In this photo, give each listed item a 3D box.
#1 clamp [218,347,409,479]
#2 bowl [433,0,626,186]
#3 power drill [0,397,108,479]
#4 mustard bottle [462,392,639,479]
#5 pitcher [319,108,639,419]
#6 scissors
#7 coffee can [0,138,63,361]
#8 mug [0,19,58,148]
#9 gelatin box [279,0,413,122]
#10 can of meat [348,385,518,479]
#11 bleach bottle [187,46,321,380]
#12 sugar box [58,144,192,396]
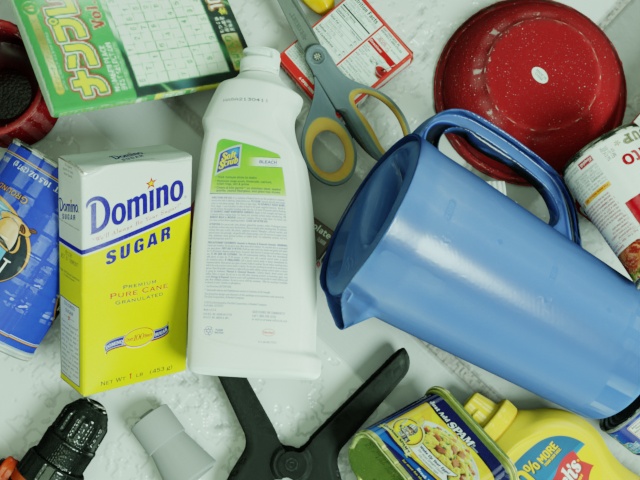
[{"bbox_3d":[-0.033,0.166,0.838,0.164,0.036,0.210,15,86,-2],"label":"clamp"},{"bbox_3d":[0.175,-0.128,0.864,0.162,0.055,0.162,0,83,0],"label":"bowl"},{"bbox_3d":[-0.280,0.167,0.828,0.187,0.057,0.184,32,84,3],"label":"power drill"},{"bbox_3d":[0.187,0.187,0.825,0.191,0.058,0.096,41,106,5],"label":"mustard bottle"},{"bbox_3d":[0.135,0.025,0.792,0.242,0.145,0.149,29,121,-13],"label":"pitcher"},{"bbox_3d":[-0.012,-0.127,0.854,0.096,0.016,0.202,-43,85,0],"label":"scissors"},{"bbox_3d":[-0.230,0.007,0.824,0.103,0.103,0.140,32,84,3],"label":"coffee can"},{"bbox_3d":[-0.243,-0.124,0.849,0.117,0.081,0.093,-22,84,-3],"label":"mug"},{"bbox_3d":[0.021,-0.149,0.878,0.089,0.030,0.073,-41,85,-1],"label":"gelatin box"},{"bbox_3d":[0.082,0.170,0.799,0.083,0.057,0.102,-21,57,-36],"label":"can of meat"},{"bbox_3d":[-0.044,-0.023,0.809,0.102,0.068,0.251,3,80,2],"label":"bleach bottle"},{"bbox_3d":[-0.146,0.021,0.799,0.093,0.048,0.176,-12,116,-37],"label":"sugar box"}]
